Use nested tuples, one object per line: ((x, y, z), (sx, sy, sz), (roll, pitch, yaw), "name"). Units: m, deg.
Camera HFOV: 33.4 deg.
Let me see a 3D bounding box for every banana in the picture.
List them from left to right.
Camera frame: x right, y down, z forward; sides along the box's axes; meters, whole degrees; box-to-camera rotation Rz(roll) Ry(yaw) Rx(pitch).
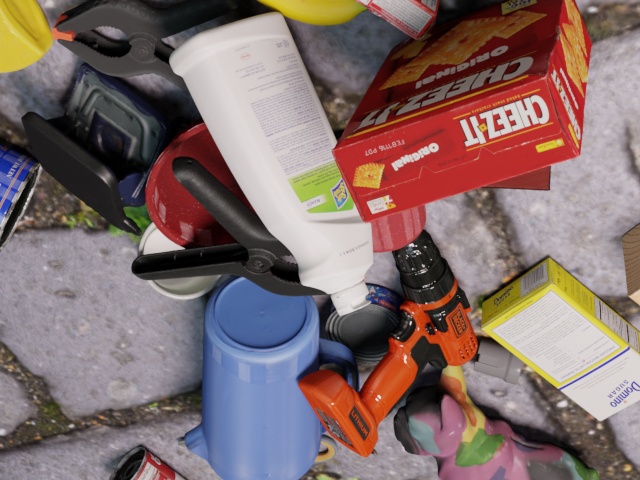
((-0.044, -0.230, 0.870), (0.197, 0.037, 0.070), (30, 122, -11), "banana")

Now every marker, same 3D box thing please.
((-0.171, -0.087, 1.023), (0.121, 0.020, 0.020), (-26, 119, 29), "marker")

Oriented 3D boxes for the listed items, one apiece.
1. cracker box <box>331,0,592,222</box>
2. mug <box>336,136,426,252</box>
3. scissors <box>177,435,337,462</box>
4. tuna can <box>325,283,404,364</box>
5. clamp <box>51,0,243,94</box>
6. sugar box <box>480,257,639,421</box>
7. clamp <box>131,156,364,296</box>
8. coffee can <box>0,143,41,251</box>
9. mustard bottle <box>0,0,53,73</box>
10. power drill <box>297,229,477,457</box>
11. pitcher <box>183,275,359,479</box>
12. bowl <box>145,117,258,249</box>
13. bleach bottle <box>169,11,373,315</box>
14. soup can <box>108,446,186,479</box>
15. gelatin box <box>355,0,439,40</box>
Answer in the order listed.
((0.114, -0.112, 0.811), (0.164, 0.213, 0.072), (-18, 113, 25), "cracker box")
((0.040, -0.038, 0.962), (0.117, 0.093, 0.081), (-24, 131, -10), "mug")
((-0.066, 0.243, 1.265), (0.202, 0.016, 0.096), (-23, 120, 28), "scissors")
((0.050, 0.086, 1.101), (0.086, 0.033, 0.086), (7, 129, 8), "tuna can")
((-0.147, -0.168, 0.942), (0.171, 0.039, 0.120), (4, 126, 9), "clamp")
((0.254, 0.101, 1.060), (0.176, 0.048, 0.093), (37, 127, -21), "sugar box")
((-0.056, 0.001, 0.946), (0.210, 0.036, 0.165), (12, 141, -8), "clamp")
((-0.356, -0.061, 1.033), (0.140, 0.102, 0.103), (26, 129, -8), "coffee can")
((-0.342, -0.176, 0.966), (0.192, 0.058, 0.096), (-19, 120, 26), "mustard bottle")
((0.067, 0.100, 1.019), (0.057, 0.187, 0.184), (27, 153, 46), "power drill")
((-0.049, 0.139, 1.081), (0.145, 0.149, 0.243), (28, 145, 18), "pitcher")
((-0.083, -0.063, 0.978), (0.162, 0.055, 0.162), (-10, 134, -11), "bowl")
((-0.027, -0.055, 0.875), (0.068, 0.102, 0.251), (-22, 92, 57), "bleach bottle")
((-0.202, 0.311, 1.317), (0.069, 0.068, 0.102), (-33, 115, 32), "soup can")
((0.053, -0.206, 0.842), (0.089, 0.073, 0.030), (30, 128, -12), "gelatin box")
